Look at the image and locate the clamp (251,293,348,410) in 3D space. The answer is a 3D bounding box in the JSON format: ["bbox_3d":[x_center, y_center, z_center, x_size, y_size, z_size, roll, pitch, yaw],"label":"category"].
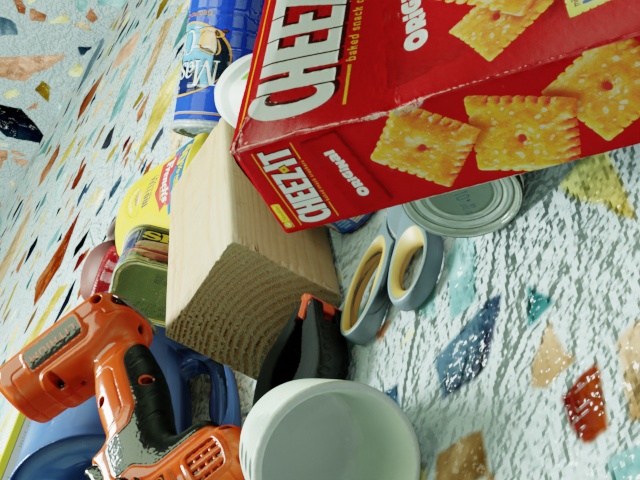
[{"bbox_3d":[-0.017,0.114,0.645,0.120,0.039,0.171,-1,65,55],"label":"clamp"}]

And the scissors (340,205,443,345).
[{"bbox_3d":[0.062,-0.029,0.666,0.096,0.016,0.201,-13,52,62],"label":"scissors"}]

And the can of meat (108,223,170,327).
[{"bbox_3d":[-0.119,0.033,0.872,0.084,0.102,0.057,-94,18,-72],"label":"can of meat"}]

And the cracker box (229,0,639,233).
[{"bbox_3d":[0.071,-0.106,0.531,0.214,0.072,0.164,-13,45,23],"label":"cracker box"}]

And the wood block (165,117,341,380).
[{"bbox_3d":[-0.055,0.001,0.799,0.090,0.090,0.206,-53,22,21],"label":"wood block"}]

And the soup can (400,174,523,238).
[{"bbox_3d":[0.078,-0.060,0.591,0.069,0.068,0.102,-43,28,42],"label":"soup can"}]

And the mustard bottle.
[{"bbox_3d":[-0.118,-0.044,0.959,0.192,0.058,0.096,-27,41,51],"label":"mustard bottle"}]

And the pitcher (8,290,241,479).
[{"bbox_3d":[-0.151,0.134,0.835,0.243,0.149,0.145,-100,27,-63],"label":"pitcher"}]

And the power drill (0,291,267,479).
[{"bbox_3d":[-0.137,0.134,0.646,0.184,0.057,0.188,-37,48,-1],"label":"power drill"}]

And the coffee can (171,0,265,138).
[{"bbox_3d":[-0.078,-0.164,0.989,0.103,0.102,0.140,-179,97,-68],"label":"coffee can"}]
